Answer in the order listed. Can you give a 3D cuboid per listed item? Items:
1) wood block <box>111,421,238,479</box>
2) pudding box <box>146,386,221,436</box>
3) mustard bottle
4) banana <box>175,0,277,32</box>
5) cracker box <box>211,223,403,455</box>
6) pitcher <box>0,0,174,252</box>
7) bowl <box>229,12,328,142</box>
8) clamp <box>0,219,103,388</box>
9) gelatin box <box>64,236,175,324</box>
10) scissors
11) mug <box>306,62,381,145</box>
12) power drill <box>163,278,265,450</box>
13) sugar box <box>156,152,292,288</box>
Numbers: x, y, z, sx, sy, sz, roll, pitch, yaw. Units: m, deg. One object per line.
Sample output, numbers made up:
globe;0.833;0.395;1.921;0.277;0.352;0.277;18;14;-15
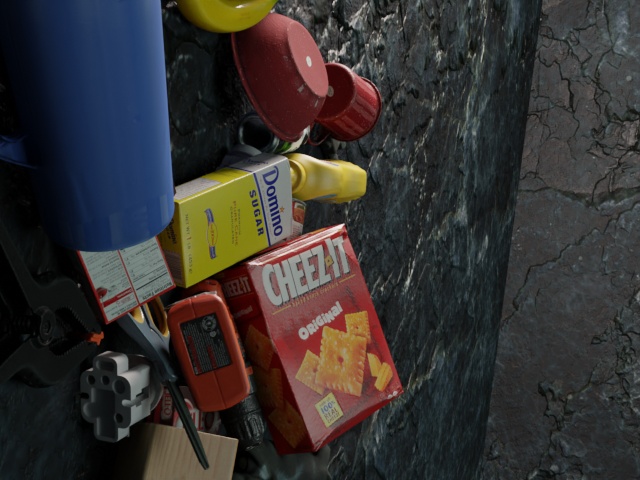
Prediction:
wood block;-0.150;0.279;0.992;0.090;0.090;0.206;17;76;-26
pudding box;-0.143;0.197;1.115;0.113;0.039;0.090;24;71;-70
mustard bottle;-0.015;-0.076;1.319;0.191;0.096;0.058;-4;99;-70
banana;-0.103;-0.245;1.092;0.070;0.037;0.197;-60;162;21
cracker box;-0.009;0.106;1.184;0.163;0.072;0.214;-23;95;-45
pitcher;-0.186;-0.113;0.809;0.145;0.149;0.243;-81;170;-59
bowl;-0.037;-0.194;1.203;0.162;0.055;0.162;48;32;-43
clamp;-0.231;0.057;0.834;0.209;0.036;0.164;11;85;-72
gelatin box;-0.175;0.018;0.925;0.073;0.030;0.089;-31;118;-27
scissors;-0.151;0.107;0.958;0.096;0.016;0.202;40;22;-48
mug;0.017;-0.177;1.416;0.117;0.093;0.081;-49;156;8
power drill;-0.100;0.124;1.048;0.188;0.057;0.184;116;-47;-84
sugar box;-0.097;-0.025;1.110;0.175;0.048;0.093;-27;123;-46
